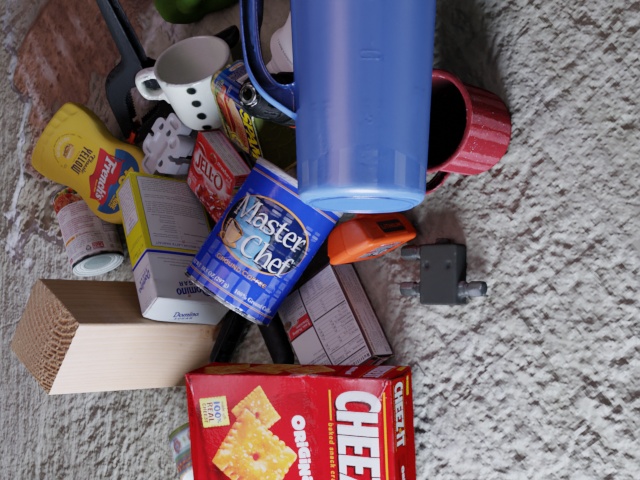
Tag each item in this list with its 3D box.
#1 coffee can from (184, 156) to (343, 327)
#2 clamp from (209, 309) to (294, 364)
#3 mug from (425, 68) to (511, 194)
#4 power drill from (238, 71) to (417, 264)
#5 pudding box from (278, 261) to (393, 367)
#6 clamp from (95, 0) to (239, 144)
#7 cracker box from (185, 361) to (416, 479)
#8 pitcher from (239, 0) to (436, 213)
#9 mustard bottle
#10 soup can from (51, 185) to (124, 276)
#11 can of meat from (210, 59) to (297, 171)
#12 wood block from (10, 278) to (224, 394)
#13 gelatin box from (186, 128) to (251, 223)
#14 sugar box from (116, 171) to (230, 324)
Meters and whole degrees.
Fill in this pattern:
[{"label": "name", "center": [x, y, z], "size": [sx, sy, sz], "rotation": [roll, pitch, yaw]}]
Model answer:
[{"label": "coffee can", "center": [-0.057, 0.001, 1.076], "size": [0.103, 0.102, 0.140], "rotation": [34, 91, 37]}, {"label": "clamp", "center": [-0.081, 0.066, 1.162], "size": [0.120, 0.039, 0.171], "rotation": [-16, 71, 35]}, {"label": "mug", "center": [0.115, -0.093, 0.971], "size": [0.093, 0.081, 0.117], "rotation": [37, 111, 36]}, {"label": "power drill", "center": [0.010, -0.073, 1.007], "size": [0.057, 0.184, 0.188], "rotation": [-27, 79, 33]}, {"label": "pudding box", "center": [0.013, 0.090, 1.078], "size": [0.090, 0.039, 0.113], "rotation": [-38, 66, 31]}, {"label": "clamp", "center": [-0.204, -0.198, 1.229], "size": [0.210, 0.164, 0.036], "rotation": [-54, 17, 42]}, {"label": "cracker box", "center": [-0.020, 0.204, 1.027], "size": [0.214, 0.072, 0.164], "rotation": [-1, 94, 23]}, {"label": "pitcher", "center": [0.025, -0.149, 0.908], "size": [0.149, 0.144, 0.243], "rotation": [-4, 82, 39]}, {"label": "mustard bottle", "center": [-0.249, -0.076, 1.277], "size": [0.192, 0.058, 0.096], "rotation": [36, 100, 10]}, {"label": "soup can", "center": [-0.289, -0.015, 1.328], "size": [0.069, 0.068, 0.102], "rotation": [-34, 67, 35]}, {"label": "can of meat", "center": [-0.065, -0.131, 1.123], "size": [0.084, 0.057, 0.102], "rotation": [40, 156, 38]}, {"label": "wood block", "center": [-0.217, 0.103, 1.166], "size": [0.090, 0.205, 0.091], "rotation": [39, 112, 36]}, {"label": "gelatin box", "center": [-0.112, -0.069, 1.182], "size": [0.089, 0.030, 0.073], "rotation": [52, 138, 35]}, {"label": "sugar box", "center": [-0.164, 0.008, 1.178], "size": [0.048, 0.093, 0.176], "rotation": [-48, 46, 40]}]
